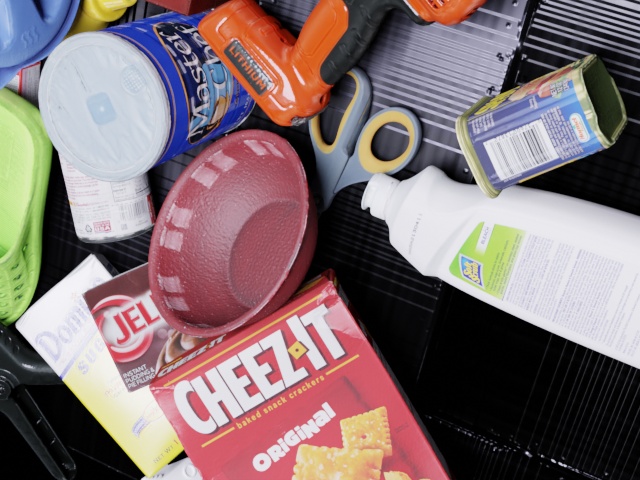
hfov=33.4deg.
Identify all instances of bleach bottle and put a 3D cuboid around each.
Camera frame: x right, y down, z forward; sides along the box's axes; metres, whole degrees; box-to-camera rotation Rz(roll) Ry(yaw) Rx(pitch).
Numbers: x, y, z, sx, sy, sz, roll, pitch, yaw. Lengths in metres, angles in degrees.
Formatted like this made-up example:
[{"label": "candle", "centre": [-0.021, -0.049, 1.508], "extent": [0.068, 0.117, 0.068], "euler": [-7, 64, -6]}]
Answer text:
[{"label": "bleach bottle", "centre": [0.148, 0.004, 0.734], "extent": [0.251, 0.068, 0.103], "euler": [23, 118, 17]}]

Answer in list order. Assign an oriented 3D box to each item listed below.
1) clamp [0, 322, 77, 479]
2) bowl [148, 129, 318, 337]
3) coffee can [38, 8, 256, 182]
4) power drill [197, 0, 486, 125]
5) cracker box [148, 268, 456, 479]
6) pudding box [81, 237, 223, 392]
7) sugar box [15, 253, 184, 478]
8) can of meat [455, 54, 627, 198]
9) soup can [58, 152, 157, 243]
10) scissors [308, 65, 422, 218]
[{"label": "clamp", "centre": [-0.285, 0.134, 0.978], "extent": [0.210, 0.036, 0.165], "euler": [24, 120, -5]}, {"label": "bowl", "centre": [-0.055, 0.001, 0.798], "extent": [0.162, 0.055, 0.162], "euler": [-19, 59, 35]}, {"label": "coffee can", "centre": [-0.120, -0.110, 0.774], "extent": [0.103, 0.140, 0.103], "euler": [9, 112, 22]}, {"label": "power drill", "centre": [-0.002, -0.180, 0.710], "extent": [0.184, 0.057, 0.188], "euler": [51, 130, 2]}, {"label": "cracker box", "centre": [-0.007, 0.156, 0.824], "extent": [0.164, 0.072, 0.213], "euler": [-30, 95, 3]}, {"label": "pudding box", "centre": [-0.124, 0.059, 0.868], "extent": [0.113, 0.039, 0.090], "euler": [-25, 96, -4]}, {"label": "sugar box", "centre": [-0.168, 0.105, 0.913], "extent": [0.093, 0.048, 0.176], "euler": [-42, 91, 0]}, {"label": "can of meat", "centre": [0.144, -0.076, 0.686], "extent": [0.084, 0.102, 0.057], "euler": [-22, 98, 28]}, {"label": "soup can", "centre": [-0.173, -0.056, 0.862], "extent": [0.069, 0.068, 0.102], "euler": [0, 109, 25]}, {"label": "scissors", "centre": [0.018, -0.033, 0.811], "extent": [0.096, 0.016, 0.202], "euler": [19, 116, 18]}]
